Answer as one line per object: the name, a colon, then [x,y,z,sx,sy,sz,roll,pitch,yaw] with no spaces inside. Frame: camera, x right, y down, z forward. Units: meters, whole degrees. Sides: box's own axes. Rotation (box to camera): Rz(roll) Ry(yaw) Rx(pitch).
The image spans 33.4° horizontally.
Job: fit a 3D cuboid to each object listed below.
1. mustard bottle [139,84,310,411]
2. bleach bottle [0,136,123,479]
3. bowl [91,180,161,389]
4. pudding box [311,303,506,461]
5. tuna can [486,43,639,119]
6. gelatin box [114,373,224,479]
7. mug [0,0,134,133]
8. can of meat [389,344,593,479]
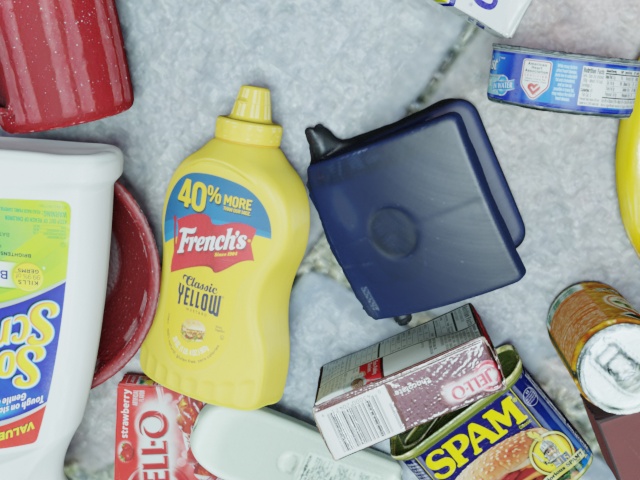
mustard bottle: [-0.055,0.001,0.655,0.096,0.058,0.192,16,101,31]
bleach bottle: [-0.170,0.069,0.621,0.102,0.068,0.251,4,102,2]
bowl: [-0.176,0.016,0.671,0.162,0.055,0.162,1,100,3]
pudding box: [0.053,0.084,0.655,0.113,0.090,0.039,-22,97,7]
tuna can: [0.141,-0.093,0.621,0.086,0.086,0.034,7,102,1]
gelatin box: [-0.097,0.135,0.700,0.073,0.030,0.089,5,100,-1]
mug: [-0.165,-0.107,0.624,0.093,0.117,0.081,3,110,42]
can of meat: [0.109,0.131,0.678,0.102,0.057,0.084,-39,99,9]
